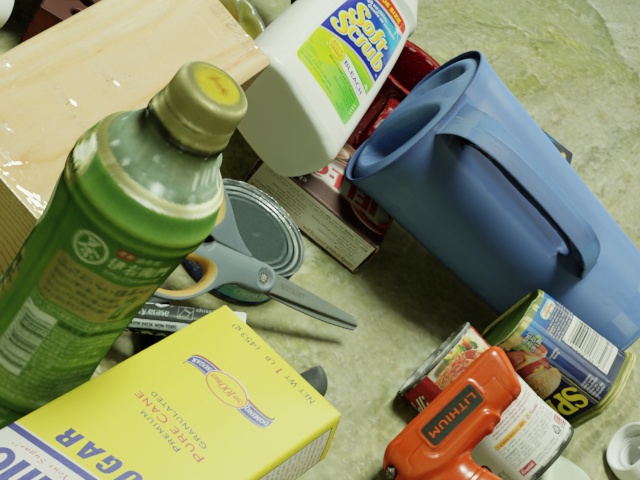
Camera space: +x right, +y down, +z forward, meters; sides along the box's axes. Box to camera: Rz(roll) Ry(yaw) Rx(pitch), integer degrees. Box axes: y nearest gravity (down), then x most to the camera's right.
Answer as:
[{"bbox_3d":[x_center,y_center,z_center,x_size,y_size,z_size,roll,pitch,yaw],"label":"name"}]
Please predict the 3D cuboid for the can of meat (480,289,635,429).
[{"bbox_3d":[0.160,0.091,0.770,0.084,0.102,0.057,38,54,0],"label":"can of meat"}]

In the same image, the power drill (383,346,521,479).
[{"bbox_3d":[0.144,0.155,0.638,0.188,0.184,0.057,46,-7,19],"label":"power drill"}]

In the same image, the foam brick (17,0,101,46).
[{"bbox_3d":[-0.177,-0.152,0.760,0.053,0.051,0.078,29,35,-18],"label":"foam brick"}]

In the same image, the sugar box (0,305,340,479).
[{"bbox_3d":[-0.084,0.106,0.510,0.093,0.048,0.175,40,44,23],"label":"sugar box"}]

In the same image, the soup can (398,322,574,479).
[{"bbox_3d":[0.113,0.115,0.726,0.102,0.069,0.068,45,34,5],"label":"soup can"}]

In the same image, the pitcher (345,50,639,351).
[{"bbox_3d":[0.148,-0.014,0.799,0.242,0.145,0.149,44,36,-15],"label":"pitcher"}]

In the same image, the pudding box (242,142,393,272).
[{"bbox_3d":[0.005,-0.040,0.823,0.113,0.039,0.090,37,34,-5],"label":"pudding box"}]

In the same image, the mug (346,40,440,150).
[{"bbox_3d":[0.057,-0.112,0.918,0.093,0.082,0.117,34,34,-10],"label":"mug"}]

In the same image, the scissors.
[{"bbox_3d":[-0.043,0.003,0.666,0.201,0.016,0.096,9,82,-45],"label":"scissors"}]

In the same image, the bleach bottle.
[{"bbox_3d":[0.015,-0.160,0.815,0.102,0.068,0.250,55,43,-25],"label":"bleach bottle"}]

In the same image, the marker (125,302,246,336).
[{"bbox_3d":[-0.103,0.043,0.601,0.121,0.020,0.020,7,41,-5],"label":"marker"}]

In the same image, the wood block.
[{"bbox_3d":[-0.136,-0.073,0.627,0.090,0.091,0.205,49,47,-3],"label":"wood block"}]

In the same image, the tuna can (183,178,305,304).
[{"bbox_3d":[-0.055,0.001,0.721,0.086,0.034,0.086,26,36,-21],"label":"tuna can"}]
